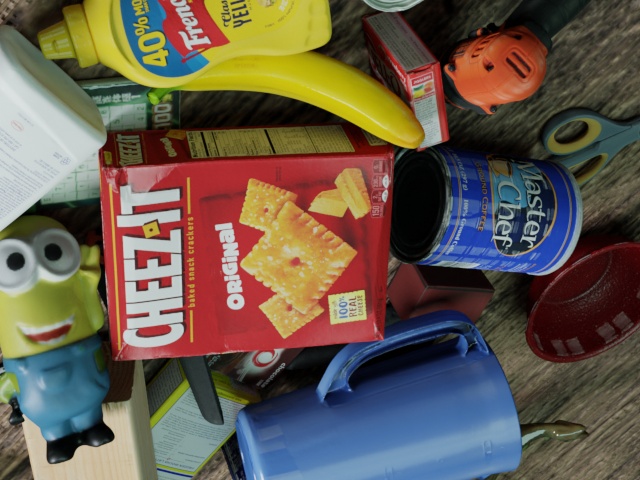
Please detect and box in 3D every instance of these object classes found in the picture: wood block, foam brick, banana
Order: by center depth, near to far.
[{"bbox_3d":[-0.021,-0.109,0.767,0.198,0.069,0.037,8,158,0],"label":"banana"},{"bbox_3d":[-0.193,0.197,0.923,0.091,0.090,0.206,-3,119,-3],"label":"wood block"},{"bbox_3d":[0.112,0.047,1.002,0.078,0.053,0.051,5,127,-28],"label":"foam brick"}]

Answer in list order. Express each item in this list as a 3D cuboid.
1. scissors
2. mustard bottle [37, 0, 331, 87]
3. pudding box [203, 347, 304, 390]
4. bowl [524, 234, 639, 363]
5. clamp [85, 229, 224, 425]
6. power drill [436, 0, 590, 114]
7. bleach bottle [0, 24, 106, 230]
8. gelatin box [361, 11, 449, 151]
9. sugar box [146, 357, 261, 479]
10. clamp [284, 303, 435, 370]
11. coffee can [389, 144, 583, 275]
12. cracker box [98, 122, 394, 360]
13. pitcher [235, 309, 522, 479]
[{"bbox_3d":[0.279,-0.111,0.964,0.202,0.016,0.096,-33,135,5],"label":"scissors"},{"bbox_3d":[-0.093,-0.155,0.714,0.191,0.058,0.096,-17,115,-9],"label":"mustard bottle"},{"bbox_3d":[-0.052,0.075,0.958,0.089,0.039,0.114,29,113,-40],"label":"pudding box"},{"bbox_3d":[0.267,0.048,1.074,0.162,0.055,0.162,-13,134,-14],"label":"bowl"},{"bbox_3d":[-0.099,0.049,0.882,0.165,0.036,0.209,-41,118,11],"label":"clamp"},{"bbox_3d":[0.160,-0.171,0.778,0.057,0.184,0.187,41,89,-12],"label":"power drill"},{"bbox_3d":[-0.269,-0.028,0.725,0.251,0.068,0.102,-37,132,10],"label":"bleach bottle"},{"bbox_3d":[0.063,-0.122,0.800,0.030,0.089,0.073,-21,135,-8],"label":"gelatin box"},{"bbox_3d":[-0.145,0.184,1.009,0.093,0.048,0.176,26,118,-38],"label":"sugar box"},{"bbox_3d":[0.042,0.104,1.030,0.171,0.039,0.120,-38,139,4],"label":"clamp"},{"bbox_3d":[0.137,-0.026,0.912,0.140,0.103,0.103,5,127,-29],"label":"coffee can"},{"bbox_3d":[-0.055,0.001,0.805,0.213,0.072,0.164,-4,118,-12],"label":"cracker box"},{"bbox_3d":[0.049,0.166,0.970,0.242,0.149,0.145,-14,164,-11],"label":"pitcher"}]
